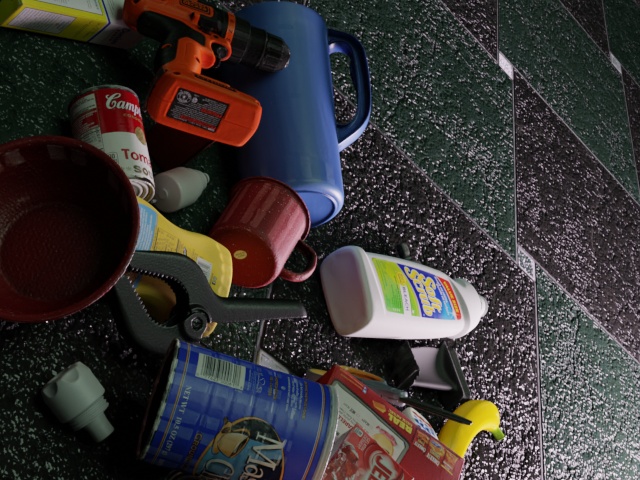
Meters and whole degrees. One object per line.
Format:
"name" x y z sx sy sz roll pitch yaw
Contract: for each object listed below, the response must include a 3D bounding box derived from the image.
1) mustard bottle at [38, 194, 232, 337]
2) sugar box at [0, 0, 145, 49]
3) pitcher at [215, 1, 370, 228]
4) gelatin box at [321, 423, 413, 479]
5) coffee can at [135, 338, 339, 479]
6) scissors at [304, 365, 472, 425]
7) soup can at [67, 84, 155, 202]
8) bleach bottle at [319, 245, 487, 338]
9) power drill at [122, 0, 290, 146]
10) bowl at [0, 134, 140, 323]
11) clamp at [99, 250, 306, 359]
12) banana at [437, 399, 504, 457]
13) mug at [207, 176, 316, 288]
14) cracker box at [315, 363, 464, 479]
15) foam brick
"mustard bottle" -0.169 0.011 0.962 0.191 0.058 0.096 33 57 -34
"sugar box" -0.257 -0.250 1.075 0.175 0.048 0.093 2 63 -58
"pitcher" -0.032 -0.138 1.201 0.144 0.149 0.243 20 52 -44
"gelatin box" 0.032 0.215 0.931 0.073 0.030 0.089 44 44 1
"coffee can" -0.068 0.149 0.873 0.140 0.103 0.102 18 44 -11
"scissors" 0.056 0.154 1.067 0.096 0.202 0.016 7 94 -27
"soup can" -0.196 -0.085 0.999 0.068 0.069 0.102 15 53 -48
"bleach bottle" 0.113 0.067 1.273 0.250 0.068 0.102 6 64 -46
"power drill" -0.106 -0.173 1.062 0.184 0.057 0.187 14 35 -22
"bowl" -0.222 -0.002 0.858 0.055 0.162 0.162 90 -15 -67
"clamp" -0.118 0.084 0.939 0.209 0.036 0.164 35 68 -31
"banana" 0.174 0.232 1.265 0.197 0.037 0.069 -18 83 -56
"mug" -0.057 0.001 1.091 0.117 0.093 0.081 36 41 -6
"cracker box" 0.026 0.244 0.981 0.164 0.072 0.213 37 43 -7
"foam brick" -0.135 -0.112 1.095 0.051 0.078 0.053 51 33 -7
